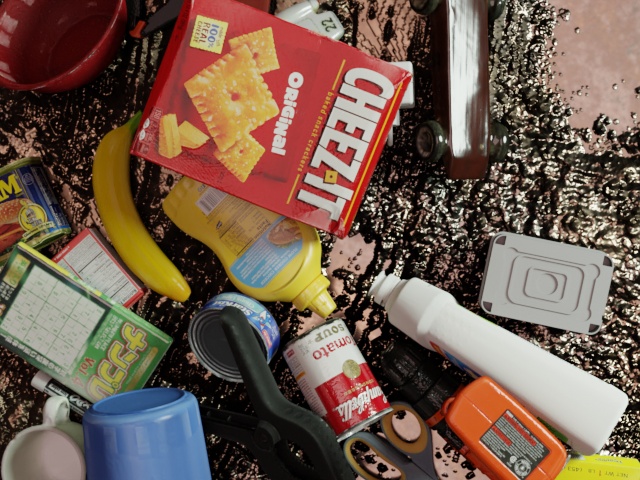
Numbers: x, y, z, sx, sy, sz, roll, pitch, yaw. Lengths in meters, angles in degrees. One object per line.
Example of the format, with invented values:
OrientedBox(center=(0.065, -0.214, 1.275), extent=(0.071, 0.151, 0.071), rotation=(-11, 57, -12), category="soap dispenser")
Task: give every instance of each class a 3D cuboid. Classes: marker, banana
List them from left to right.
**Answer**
OrientedBox(center=(-0.239, 0.171, 1.084), extent=(0.121, 0.020, 0.020), rotation=(31, 95, 6), category="marker")
OrientedBox(center=(-0.186, -0.028, 1.063), extent=(0.070, 0.037, 0.198), rotation=(-15, 89, 9), category="banana")

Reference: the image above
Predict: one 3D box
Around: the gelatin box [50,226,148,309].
OrientedBox(center=(-0.230, 0.042, 1.074), extent=(0.073, 0.030, 0.089), rotation=(-42, 88, 7), category="gelatin box")

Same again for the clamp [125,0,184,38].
OrientedBox(center=(-0.136, -0.275, 1.051), extent=(0.120, 0.039, 0.171), rotation=(19, 100, 2), category="clamp")

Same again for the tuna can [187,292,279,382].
OrientedBox(center=(-0.083, 0.093, 1.034), extent=(0.086, 0.033, 0.086), rotation=(12, 124, 19), category="tuna can")

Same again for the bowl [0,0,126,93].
OrientedBox(center=(-0.246, -0.201, 1.039), extent=(0.162, 0.055, 0.162), rotation=(-13, 58, 22), category="bowl")

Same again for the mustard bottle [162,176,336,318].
OrientedBox(center=(-0.057, 0.001, 1.035), extent=(0.096, 0.058, 0.191), rotation=(-45, 85, 8), category="mustard bottle")

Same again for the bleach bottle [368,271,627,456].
OrientedBox(center=(0.158, 0.106, 0.997), extent=(0.251, 0.102, 0.068), rotation=(32, 86, 13), category="bleach bottle")

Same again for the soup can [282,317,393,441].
OrientedBox(center=(0.015, 0.133, 1.015), extent=(0.068, 0.068, 0.102), rotation=(-31, 77, 7), category="soup can")

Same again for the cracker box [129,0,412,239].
OrientedBox(center=(-0.045, -0.115, 0.967), extent=(0.213, 0.072, 0.164), rotation=(22, 96, 1), category="cracker box")

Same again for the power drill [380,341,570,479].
OrientedBox(center=(0.134, 0.157, 0.948), extent=(0.184, 0.188, 0.057), rotation=(42, 84, 2), category="power drill")

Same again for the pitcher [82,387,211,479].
OrientedBox(center=(-0.166, 0.270, 1.001), extent=(0.145, 0.149, 0.243), rotation=(-4, 96, 22), category="pitcher")

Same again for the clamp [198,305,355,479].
OrientedBox(center=(-0.045, 0.167, 0.998), extent=(0.210, 0.036, 0.165), rotation=(35, 128, 18), category="clamp")

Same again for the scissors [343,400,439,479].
OrientedBox(center=(0.120, 0.228, 1.036), extent=(0.202, 0.016, 0.096), rotation=(26, 95, 7), category="scissors")

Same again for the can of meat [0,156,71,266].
OrientedBox(center=(-0.312, -0.025, 1.072), extent=(0.102, 0.057, 0.084), rotation=(-25, 91, 8), category="can of meat")
